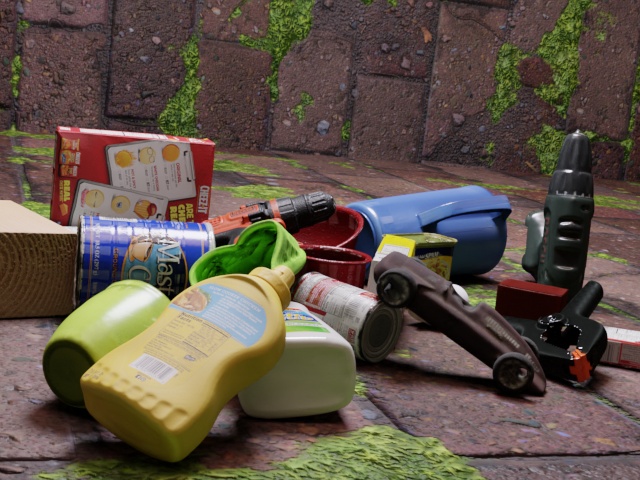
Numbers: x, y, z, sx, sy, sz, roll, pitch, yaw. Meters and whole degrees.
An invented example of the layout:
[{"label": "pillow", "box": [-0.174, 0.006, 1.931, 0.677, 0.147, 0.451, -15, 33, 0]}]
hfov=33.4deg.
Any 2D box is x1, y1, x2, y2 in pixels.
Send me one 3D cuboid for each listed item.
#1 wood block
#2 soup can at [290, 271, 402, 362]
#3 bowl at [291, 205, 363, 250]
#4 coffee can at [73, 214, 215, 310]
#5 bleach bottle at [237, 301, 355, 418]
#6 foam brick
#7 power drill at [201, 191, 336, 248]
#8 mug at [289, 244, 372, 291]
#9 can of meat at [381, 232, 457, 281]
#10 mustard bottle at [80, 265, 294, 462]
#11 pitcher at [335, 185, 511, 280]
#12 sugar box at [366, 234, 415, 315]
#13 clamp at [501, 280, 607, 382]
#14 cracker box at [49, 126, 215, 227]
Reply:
[{"label": "wood block", "box": [-0.347, 0.015, 1.158, 0.090, 0.090, 0.206, 0, 11, -35]}, {"label": "soup can", "box": [0.023, 0.078, 1.085, 0.102, 0.068, 0.068, 18, 15, 38]}, {"label": "bowl", "box": [-0.018, 0.011, 1.409, 0.162, 0.055, 0.162, -11, 25, 5]}, {"label": "coffee can", "box": [-0.191, 0.028, 1.146, 0.140, 0.103, 0.103, 4, 10, -16]}, {"label": "bleach bottle", "box": [-0.043, 0.095, 0.978, 0.102, 0.068, 0.251, -2, 8, -12]}, {"label": "foam brick", "box": [0.252, 0.080, 1.280, 0.078, 0.053, 0.051, 11, 11, 19]}, {"label": "power drill", "box": [-0.059, 0.002, 1.315, 0.184, 0.057, 0.188, -18, 22, -2]}, {"label": "mug", "box": [-0.004, 0.052, 1.191, 0.117, 0.081, 0.093, 11, 11, 23]}, {"label": "can of meat", "box": [0.121, 0.037, 1.354, 0.101, 0.084, 0.058, -2, 13, -41]}, {"label": "mustard bottle", "box": [-0.082, 0.078, 0.806, 0.096, 0.058, 0.191, 22, 46, 28]}, {"label": "pitcher", "box": [0.145, -0.012, 1.507, 0.242, 0.149, 0.145, -6, 27, -38]}, {"label": "sugar box", "box": [0.078, 0.054, 1.202, 0.048, 0.093, 0.176, 9, 10, 4]}, {"label": "clamp", "box": [0.259, 0.095, 1.146, 0.164, 0.036, 0.210, -17, 16, -6]}, {"label": "cracker box", "box": [-0.262, -0.067, 1.477, 0.213, 0.164, 0.072, 3, 12, -16]}]
